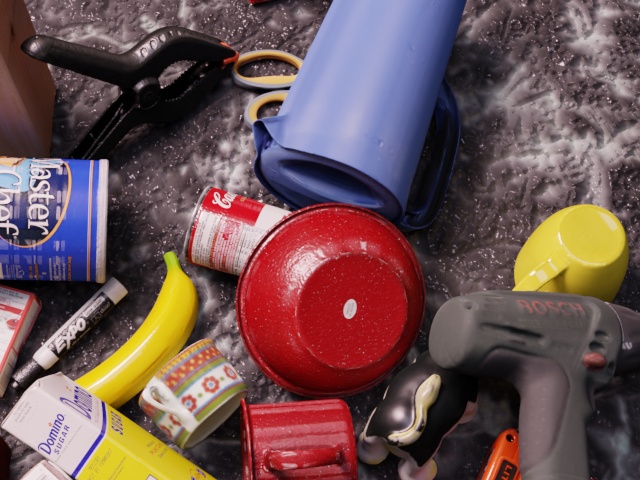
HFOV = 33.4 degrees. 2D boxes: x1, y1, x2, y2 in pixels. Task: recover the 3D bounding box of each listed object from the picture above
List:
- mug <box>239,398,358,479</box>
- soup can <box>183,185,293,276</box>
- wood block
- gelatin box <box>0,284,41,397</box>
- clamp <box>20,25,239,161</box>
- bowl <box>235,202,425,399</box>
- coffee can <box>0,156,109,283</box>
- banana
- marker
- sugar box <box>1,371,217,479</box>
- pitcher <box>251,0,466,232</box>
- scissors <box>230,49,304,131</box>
[{"bbox_3d":[-0.016,0.162,0.805,0.081,0.117,0.093,-3,78,-8],"label":"mug"},{"bbox_3d":[-0.056,0.001,0.898,0.102,0.068,0.068,18,67,6],"label":"soup can"},{"bbox_3d":[-0.286,-0.148,0.885,0.090,0.206,0.091,-1,65,-2],"label":"wood block"},{"bbox_3d":[-0.282,0.077,0.882,0.073,0.030,0.089,15,66,7],"label":"gelatin box"},{"bbox_3d":[-0.165,-0.125,0.938,0.209,0.165,0.036,-23,51,-35],"label":"clamp"},{"bbox_3d":[0.017,0.052,0.843,0.162,0.055,0.162,-1,95,-16],"label":"bowl"},{"bbox_3d":[-0.245,-0.018,0.872,0.140,0.103,0.103,2,66,-11],"label":"coffee can"},{"bbox_3d":[-0.160,0.096,0.875,0.070,0.037,0.197,21,60,40],"label":"banana"},{"bbox_3d":[-0.209,0.079,0.884,0.020,0.020,0.121,40,75,15],"label":"marker"},{"bbox_3d":[-0.142,0.165,0.790,0.176,0.093,0.048,37,88,0],"label":"sugar box"},{"bbox_3d":[0.052,-0.134,0.926,0.145,0.149,0.242,15,69,18],"label":"pitcher"},{"bbox_3d":[0.014,-0.135,0.989,0.202,0.016,0.096,7,68,2],"label":"scissors"}]
